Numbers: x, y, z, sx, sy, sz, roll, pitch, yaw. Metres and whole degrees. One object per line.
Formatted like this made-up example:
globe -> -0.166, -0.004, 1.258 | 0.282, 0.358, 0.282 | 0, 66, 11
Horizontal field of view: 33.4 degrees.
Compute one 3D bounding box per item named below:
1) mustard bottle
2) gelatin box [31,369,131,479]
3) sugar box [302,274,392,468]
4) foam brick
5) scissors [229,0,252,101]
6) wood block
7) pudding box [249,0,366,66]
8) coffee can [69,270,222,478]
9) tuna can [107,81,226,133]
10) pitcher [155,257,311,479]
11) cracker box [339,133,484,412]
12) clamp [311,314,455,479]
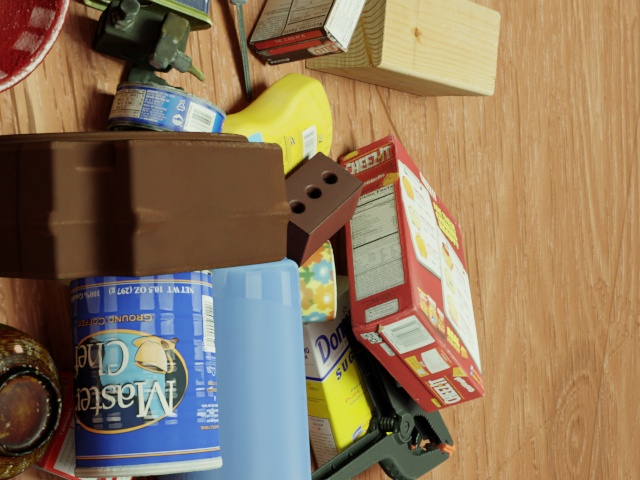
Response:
mustard bottle -> -0.065, -0.063, 0.895 | 0.191, 0.058, 0.096 | -40, 143, -42
gelatin box -> -0.173, 0.148, 0.806 | 0.089, 0.030, 0.073 | 39, 62, -46
sugar box -> 0.019, 0.132, 1.035 | 0.093, 0.048, 0.176 | -37, 123, -44
foam brick -> -0.010, -0.027, 0.914 | 0.078, 0.053, 0.051 | -44, 164, -31
scissors -> -0.070, -0.212, 0.877 | 0.096, 0.016, 0.202 | -94, 179, -79
wood block -> 0.087, -0.200, 1.052 | 0.205, 0.090, 0.091 | 3, 92, -52
pudding box -> -0.003, -0.211, 0.934 | 0.039, 0.090, 0.113 | 40, 60, -41
coffee can -> -0.125, 0.093, 0.758 | 0.102, 0.103, 0.140 | 8, 75, -52
tuna can -> -0.117, -0.089, 0.808 | 0.086, 0.086, 0.034 | 24, 76, -50
pitcher -> -0.070, 0.134, 0.871 | 0.144, 0.149, 0.243 | 0, 91, -37
cracker box -> 0.085, 0.032, 1.023 | 0.164, 0.072, 0.213 | 49, 28, -43
clamp -> 0.068, 0.168, 1.032 | 0.209, 0.036, 0.164 | 23, 72, -48
